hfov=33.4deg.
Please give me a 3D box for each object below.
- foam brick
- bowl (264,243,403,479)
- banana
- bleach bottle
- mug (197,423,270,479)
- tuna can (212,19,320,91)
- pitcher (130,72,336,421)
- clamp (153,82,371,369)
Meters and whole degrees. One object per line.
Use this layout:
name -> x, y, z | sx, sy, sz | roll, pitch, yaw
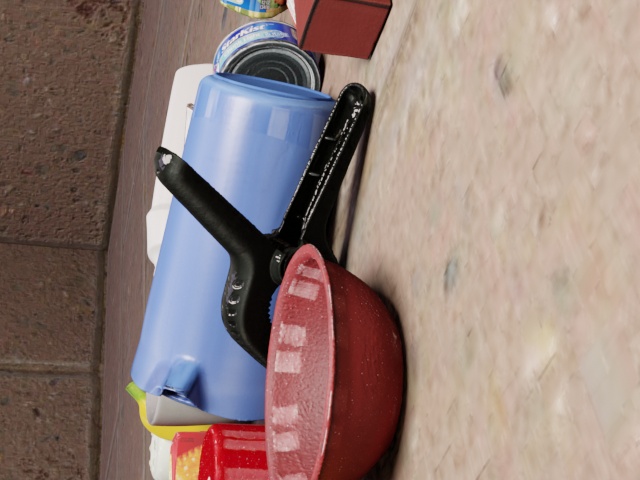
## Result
foam brick -> 0.012, -0.171, 0.724 | 0.051, 0.053, 0.078 | 114, 157, -53
bowl -> 0.009, 0.085, 0.642 | 0.162, 0.055, 0.162 | -175, 90, -76
banana -> -0.119, 0.159, 1.033 | 0.198, 0.037, 0.069 | -18, 105, 40
bleach bottle -> -0.129, -0.056, 1.078 | 0.102, 0.068, 0.250 | 66, -155, -52
mug -> -0.044, 0.170, 0.767 | 0.117, 0.081, 0.093 | -139, 55, -72
tuna can -> -0.043, -0.132, 0.861 | 0.034, 0.086, 0.086 | -104, 24, -49
pitcher -> -0.055, 0.001, 0.813 | 0.149, 0.144, 0.243 | 35, 116, 60
clamp -> -0.020, 0.002, 0.718 | 0.036, 0.164, 0.210 | 28, 138, 46
